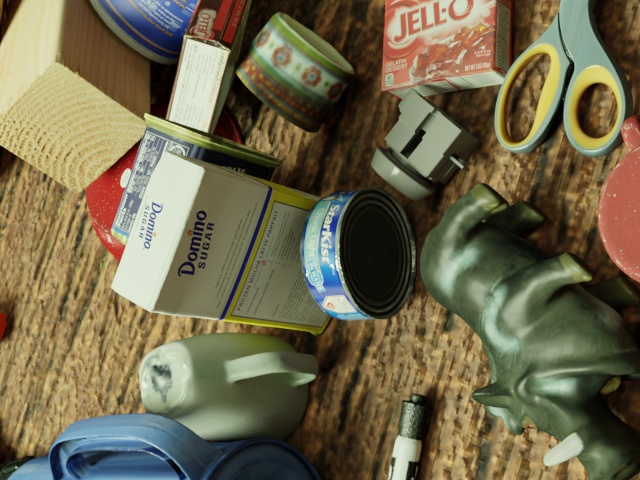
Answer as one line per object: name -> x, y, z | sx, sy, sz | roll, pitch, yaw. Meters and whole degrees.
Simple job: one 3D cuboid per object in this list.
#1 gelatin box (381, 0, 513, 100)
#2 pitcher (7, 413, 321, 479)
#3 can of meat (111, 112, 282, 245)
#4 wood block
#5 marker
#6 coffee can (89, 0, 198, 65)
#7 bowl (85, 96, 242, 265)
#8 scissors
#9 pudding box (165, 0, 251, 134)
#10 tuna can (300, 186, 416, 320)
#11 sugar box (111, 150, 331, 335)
gelatin box -> 0.084, -0.138, 0.716 | 0.089, 0.030, 0.073 | -4, 77, 37
pitcher -> -0.125, 0.196, 0.738 | 0.243, 0.144, 0.149 | -8, 78, 39
can of meat -> -0.083, -0.030, 0.711 | 0.058, 0.101, 0.084 | 24, 97, 36
wood block -> -0.196, -0.150, 0.856 | 0.090, 0.090, 0.206 | -37, 37, 25
marker -> 0.051, 0.158, 0.682 | 0.020, 0.020, 0.121 | 9, 85, 39
coffee can -> -0.102, -0.221, 0.833 | 0.140, 0.102, 0.103 | -39, 59, 25
bowl -> -0.137, -0.046, 0.853 | 0.162, 0.055, 0.162 | -9, 75, 36
scissors -> 0.170, -0.138, 0.643 | 0.096, 0.016, 0.202 | 35, 110, 32
pudding box -> -0.083, -0.132, 0.788 | 0.114, 0.039, 0.090 | 110, 175, -48
tuna can -> 0.025, 0.009, 0.694 | 0.034, 0.086, 0.086 | -6, 76, 38
sugar box -> -0.046, 0.006, 0.692 | 0.048, 0.175, 0.093 | 25, 96, 39
